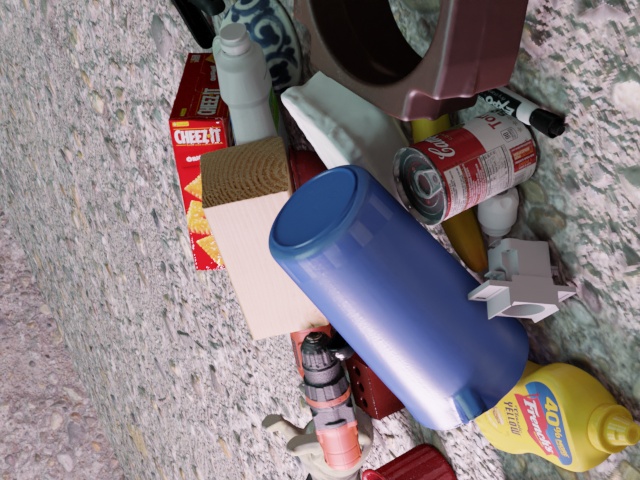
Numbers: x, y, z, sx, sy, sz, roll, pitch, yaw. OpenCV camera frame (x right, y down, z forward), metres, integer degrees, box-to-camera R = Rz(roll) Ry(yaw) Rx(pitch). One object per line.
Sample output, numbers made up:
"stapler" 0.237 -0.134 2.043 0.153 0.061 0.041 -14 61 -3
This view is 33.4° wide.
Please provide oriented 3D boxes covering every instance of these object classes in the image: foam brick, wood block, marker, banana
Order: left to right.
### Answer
"wood block" -0.057 0.001 1.146 0.090 0.091 0.206 -99 -6 -46
"foam brick" 0.067 0.160 1.246 0.053 0.051 0.078 25 134 55
"banana" 0.110 -0.068 0.955 0.069 0.037 0.198 -110 4 -73
"marker" 0.153 -0.113 0.867 0.121 0.020 0.020 40 145 43

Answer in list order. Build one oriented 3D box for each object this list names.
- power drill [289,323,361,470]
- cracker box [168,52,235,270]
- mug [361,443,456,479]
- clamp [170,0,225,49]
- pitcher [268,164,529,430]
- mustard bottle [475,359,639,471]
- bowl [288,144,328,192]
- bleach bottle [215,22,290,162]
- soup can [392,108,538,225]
"power drill" 0.000 0.156 1.284 0.187 0.057 0.184 -106 5 -64
"cracker box" -0.124 -0.096 1.286 0.164 0.072 0.214 -87 -6 -53
"mug" 0.106 0.299 1.258 0.093 0.081 0.117 50 151 30
"clamp" -0.175 -0.307 1.281 0.171 0.039 0.120 50 158 10
"pitcher" 0.065 0.043 0.948 0.149 0.145 0.242 -1 140 51
"mustard bottle" 0.211 0.155 0.951 0.192 0.058 0.096 3 110 62
"bowl" 0.011 -0.029 1.137 0.162 0.055 0.162 -13 -90 -87
"bleach bottle" -0.070 -0.130 1.156 0.251 0.068 0.102 78 -177 -47
"soup can" 0.120 -0.062 0.879 0.069 0.102 0.068 45 149 37
